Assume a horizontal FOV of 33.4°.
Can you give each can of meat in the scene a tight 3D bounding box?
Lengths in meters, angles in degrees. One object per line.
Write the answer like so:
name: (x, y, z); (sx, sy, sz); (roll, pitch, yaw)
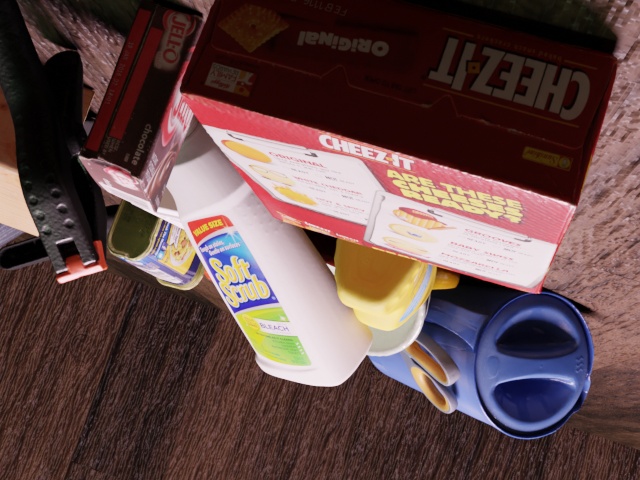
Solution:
can of meat: (-0.141, -0.016, 0.981); (0.058, 0.102, 0.083); (13, 167, 31)

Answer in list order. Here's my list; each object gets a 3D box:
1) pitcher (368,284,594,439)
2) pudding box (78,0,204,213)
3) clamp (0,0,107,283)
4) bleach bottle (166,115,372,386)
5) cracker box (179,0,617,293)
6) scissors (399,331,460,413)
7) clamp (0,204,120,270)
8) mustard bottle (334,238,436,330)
pitcher: (0.134, 0.098, 1.048); (0.144, 0.149, 0.243); (-20, -168, -24)
pudding box: (-0.093, -0.069, 0.579); (0.039, 0.090, 0.113); (21, 172, -4)
clamp: (-0.154, -0.059, 0.628); (0.039, 0.171, 0.120); (-15, 174, 12)
bleach bottle: (-0.055, 0.001, 0.781); (0.103, 0.068, 0.250); (8, 140, 44)
cracker box: (0.043, -0.043, 0.514); (0.164, 0.072, 0.213); (17, 170, 11)
scissors: (0.070, 0.095, 1.004); (0.202, 0.016, 0.096); (33, 149, 55)
clamp: (-0.212, -0.011, 1.055); (0.209, 0.036, 0.165); (-9, 170, -35)
mustard bottle: (0.053, 0.016, 0.776); (0.058, 0.096, 0.191); (17, 171, 11)
